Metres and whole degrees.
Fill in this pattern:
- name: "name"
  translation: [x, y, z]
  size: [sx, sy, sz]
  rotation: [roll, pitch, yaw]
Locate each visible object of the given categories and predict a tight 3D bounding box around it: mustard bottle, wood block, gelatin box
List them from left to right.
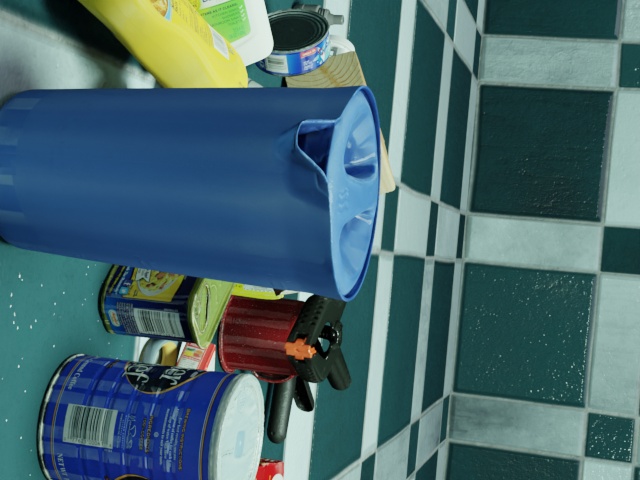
- name: "mustard bottle"
  translation: [-0.129, -0.169, 0.769]
  size: [0.191, 0.058, 0.096]
  rotation: [46, 19, -41]
- name: "gelatin box"
  translation: [-0.123, 0.145, 0.987]
  size: [0.089, 0.030, 0.073]
  rotation: [99, 9, -47]
- name: "wood block"
  translation: [0.028, -0.134, 1.331]
  size: [0.206, 0.090, 0.091]
  rotation: [63, 13, -63]

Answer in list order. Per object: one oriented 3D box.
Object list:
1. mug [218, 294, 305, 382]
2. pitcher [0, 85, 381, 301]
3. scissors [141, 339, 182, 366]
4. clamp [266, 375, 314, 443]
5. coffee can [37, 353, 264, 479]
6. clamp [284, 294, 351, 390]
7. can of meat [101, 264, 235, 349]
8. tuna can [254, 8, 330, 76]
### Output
- name: "mug"
  translation: [-0.056, 0.111, 1.161]
  size: [0.093, 0.081, 0.117]
  rotation: [-66, 156, -50]
- name: "pitcher"
  translation: [-0.084, -0.034, 0.696]
  size: [0.144, 0.243, 0.149]
  rotation: [-58, 150, -59]
- name: "scissors"
  translation: [-0.129, 0.090, 1.011]
  size: [0.201, 0.016, 0.096]
  rotation: [30, 68, -74]
- name: "clamp"
  translation: [-0.035, 0.158, 1.335]
  size: [0.120, 0.039, 0.171]
  rotation: [-17, 111, -75]
- name: "coffee can"
  translation: [-0.124, 0.144, 0.802]
  size: [0.102, 0.140, 0.103]
  rotation: [5, 90, -75]
- name: "clamp"
  translation: [0.007, 0.089, 1.150]
  size: [0.209, 0.036, 0.164]
  rotation: [6, 89, -75]
- name: "can of meat"
  translation: [-0.124, 0.036, 0.879]
  size: [0.102, 0.084, 0.057]
  rotation: [-70, 159, -44]
- name: "tuna can"
  translation: [-0.032, -0.211, 1.137]
  size: [0.086, 0.086, 0.034]
  rotation: [-70, 160, -44]
